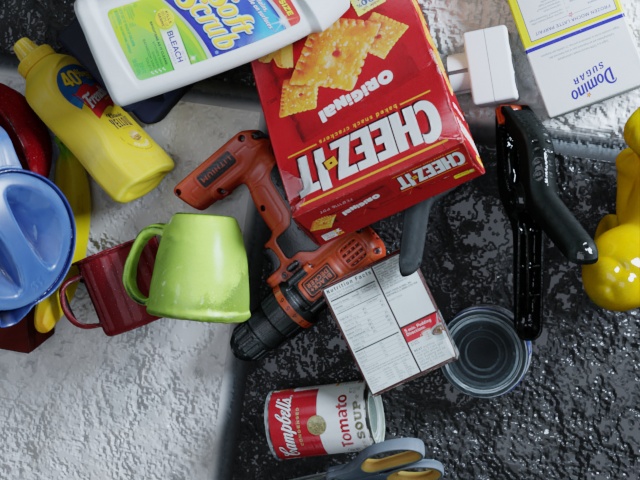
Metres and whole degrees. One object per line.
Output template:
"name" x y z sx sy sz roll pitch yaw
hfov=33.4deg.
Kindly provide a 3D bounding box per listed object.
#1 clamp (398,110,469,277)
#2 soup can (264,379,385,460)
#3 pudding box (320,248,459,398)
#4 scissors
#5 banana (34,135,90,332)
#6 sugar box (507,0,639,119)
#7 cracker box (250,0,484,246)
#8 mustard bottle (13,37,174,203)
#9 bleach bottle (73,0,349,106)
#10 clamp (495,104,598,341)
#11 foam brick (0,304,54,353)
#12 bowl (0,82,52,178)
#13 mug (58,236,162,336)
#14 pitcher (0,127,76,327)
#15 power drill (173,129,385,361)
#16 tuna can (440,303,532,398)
"clamp" 0.086 -0.046 0.967 0.171 0.039 0.120 -44 62 -8
"soup can" 0.005 0.172 1.023 0.102 0.068 0.068 -9 90 15
"pudding box" 0.064 0.074 0.974 0.090 0.039 0.113 -26 85 6
"scissors" 0.035 0.231 1.037 0.202 0.096 0.016 -32 43 40
"banana" -0.263 -0.005 1.082 0.037 0.069 0.198 0 84 22
"sugar box" 0.220 -0.206 0.956 0.093 0.048 0.176 -19 91 15
"cracker box" 0.032 -0.126 0.956 0.164 0.072 0.214 -24 58 15
"mustard bottle" -0.233 -0.125 1.050 0.191 0.096 0.058 47 114 3
"bleach bottle" -0.078 -0.205 0.930 0.251 0.068 0.102 -22 102 -2
"clamp" 0.185 -0.025 0.943 0.036 0.165 0.210 -2 55 -10
"foam brick" -0.313 0.069 1.103 0.051 0.053 0.078 8 112 15
"bowl" -0.323 -0.103 1.083 0.162 0.055 0.162 27 135 29
"mug" -0.199 0.048 1.055 0.117 0.093 0.081 -22 92 -22
"pitcher" -0.358 -0.026 1.041 0.243 0.145 0.149 12 63 43
"power drill" -0.057 0.001 1.038 0.184 0.057 0.187 -40 85 10
"tuna can" 0.153 0.103 0.996 0.086 0.033 0.086 1 93 15
